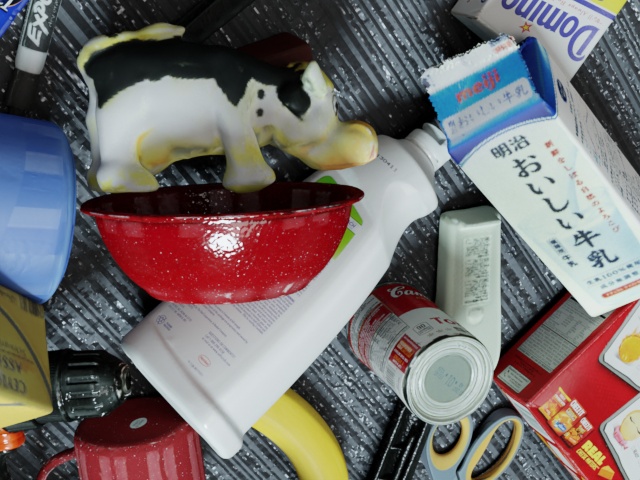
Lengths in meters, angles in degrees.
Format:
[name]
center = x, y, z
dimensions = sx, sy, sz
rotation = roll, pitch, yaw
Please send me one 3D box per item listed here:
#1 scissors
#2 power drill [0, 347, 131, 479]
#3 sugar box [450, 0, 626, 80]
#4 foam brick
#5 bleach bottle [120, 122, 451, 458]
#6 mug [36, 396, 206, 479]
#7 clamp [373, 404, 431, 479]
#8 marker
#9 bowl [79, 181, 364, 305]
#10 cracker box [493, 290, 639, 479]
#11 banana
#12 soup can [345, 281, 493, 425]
[scissors]
center = 0.085, 0.210, 0.852
dimensions = 0.096, 0.016, 0.202
rotation = 37, 92, -26
[power drill]
center = -0.195, 0.155, 0.654
dimensions = 0.184, 0.057, 0.188
rotation = -4, 102, 10
[sugar box]
center = 0.178, -0.200, 0.728
dimensions = 0.093, 0.048, 0.176
rotation = 31, 93, -28
[foam brick]
center = -0.043, -0.093, 0.673
dimensions = 0.078, 0.051, 0.053
rotation = -21, 114, -14
[bleach bottle]
center = -0.004, 0.018, 0.692
dimensions = 0.250, 0.103, 0.068
rotation = -42, 151, -13
[mug]
center = -0.130, 0.158, 0.709
dimensions = 0.117, 0.093, 0.081
rotation = -8, 106, -8
[clamp]
center = 0.021, 0.238, 0.796
dimensions = 0.164, 0.036, 0.210
rotation = -28, 132, -38
[marker]
center = -0.165, -0.131, 0.629
dimensions = 0.020, 0.020, 0.121
rotation = 13, 103, -25
[bowl]
center = -0.054, 0.001, 0.612
dimensions = 0.162, 0.162, 0.055
rotation = -6, 99, -20
[cracker box]
center = 0.260, 0.092, 0.849
dimensions = 0.213, 0.072, 0.164
rotation = -44, 119, -4
[banana]
center = -0.029, 0.143, 0.766
dimensions = 0.069, 0.037, 0.197
rotation = -41, 120, -15
[soup can]
center = 0.068, 0.077, 0.749
dimensions = 0.068, 0.102, 0.068
rotation = -7, 110, -19
